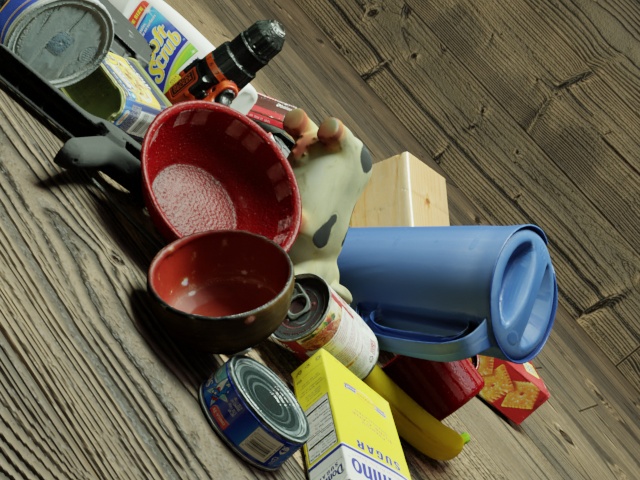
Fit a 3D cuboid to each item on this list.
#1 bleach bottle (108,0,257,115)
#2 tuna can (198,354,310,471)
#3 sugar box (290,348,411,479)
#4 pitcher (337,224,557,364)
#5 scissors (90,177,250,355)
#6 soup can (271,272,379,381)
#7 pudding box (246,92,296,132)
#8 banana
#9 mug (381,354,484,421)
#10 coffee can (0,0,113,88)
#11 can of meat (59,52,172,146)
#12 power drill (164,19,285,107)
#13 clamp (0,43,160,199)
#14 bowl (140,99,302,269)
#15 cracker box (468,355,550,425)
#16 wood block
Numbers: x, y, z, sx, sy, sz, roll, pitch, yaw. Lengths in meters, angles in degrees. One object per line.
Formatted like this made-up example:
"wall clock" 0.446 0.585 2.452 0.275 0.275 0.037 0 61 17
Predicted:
"bleach bottle" -0.193 -0.222 1.268 0.251 0.102 0.068 44 3 17
"tuna can" -0.048 0.126 0.790 0.086 0.034 0.086 44 13 -14
"sugar box" 0.029 0.172 0.870 0.093 0.048 0.176 41 13 -25
"pitcher" 0.100 0.050 1.074 0.243 0.145 0.149 3 -11 39
"scissors" -0.120 0.029 0.891 0.201 0.016 0.096 42 12 -19
"soup can" 0.003 0.083 0.968 0.102 0.068 0.068 48 9 -45
"pudding box" -0.095 -0.167 1.356 0.089 0.039 0.114 19 -5 -26
"banana" 0.076 0.163 1.065 0.197 0.037 0.069 41 9 -13
"mug" 0.130 0.141 1.158 0.117 0.093 0.081 -32 82 -41
"coffee can" -0.266 -0.222 0.984 0.140 0.103 0.102 54 15 30
"can of meat" -0.204 -0.143 1.048 0.102 0.057 0.083 51 16 22
"power drill" -0.095 -0.122 1.090 0.057 0.185 0.188 35 27 -41
"clamp" -0.191 -0.079 0.931 0.209 0.036 0.165 36 11 -48
"bowl" -0.096 -0.039 0.929 0.161 0.055 0.162 20 55 -31
"cracker box" 0.205 0.136 1.477 0.213 0.072 0.164 40 14 -24
"wood block" 0.096 0.015 1.254 0.090 0.090 0.206 29 51 -45
